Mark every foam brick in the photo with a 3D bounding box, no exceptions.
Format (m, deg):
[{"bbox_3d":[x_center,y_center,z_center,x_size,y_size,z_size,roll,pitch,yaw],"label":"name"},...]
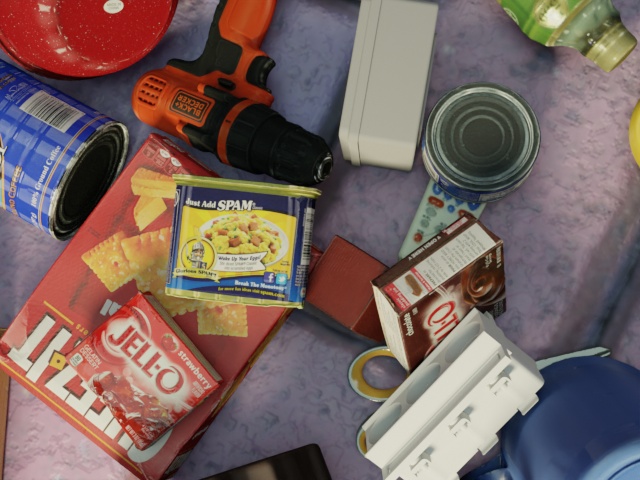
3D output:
[{"bbox_3d":[0.028,0.037,0.785,0.051,0.078,0.053,33,89,23],"label":"foam brick"}]

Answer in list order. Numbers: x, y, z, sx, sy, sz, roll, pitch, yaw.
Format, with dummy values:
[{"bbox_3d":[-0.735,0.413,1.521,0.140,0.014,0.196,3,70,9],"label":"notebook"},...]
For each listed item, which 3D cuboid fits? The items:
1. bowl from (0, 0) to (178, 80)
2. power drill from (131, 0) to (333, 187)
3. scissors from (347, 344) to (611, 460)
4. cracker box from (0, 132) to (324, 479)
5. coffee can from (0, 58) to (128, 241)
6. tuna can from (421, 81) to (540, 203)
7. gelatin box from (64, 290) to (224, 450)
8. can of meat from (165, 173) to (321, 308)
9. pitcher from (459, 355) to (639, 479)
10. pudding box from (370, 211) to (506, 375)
[{"bbox_3d":[-0.161,-0.182,0.777,0.162,0.162,0.055,-48,48,0],"label":"bowl"},{"bbox_3d":[-0.037,-0.144,0.805,0.185,0.057,0.187,25,84,28],"label":"power drill"},{"bbox_3d":[0.108,0.095,0.807,0.202,0.016,0.096,-31,82,2],"label":"scissors"},{"bbox_3d":[-0.121,0.051,0.809,0.164,0.072,0.213,36,90,8],"label":"cracker box"},{"bbox_3d":[-0.234,-0.077,0.819,0.140,0.103,0.103,28,88,8],"label":"coffee can"},{"bbox_3d":[0.118,-0.072,0.785,0.086,0.034,0.086,-1,79,4],"label":"tuna can"},{"bbox_3d":[-0.124,0.091,0.755,0.073,0.030,0.089,-41,85,2],"label":"gelatin box"},{"bbox_3d":[-0.055,0.001,0.740,0.102,0.057,0.084,6,90,6],"label":"can of meat"},{"bbox_3d":[0.181,0.158,0.678,0.145,0.243,0.149,28,93,4],"label":"pitcher"},{"bbox_3d":[0.086,0.041,0.759,0.090,0.113,0.039,-36,58,-10],"label":"pudding box"}]
